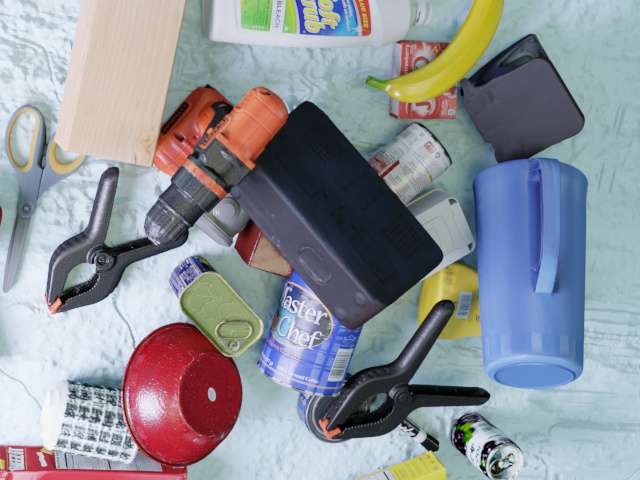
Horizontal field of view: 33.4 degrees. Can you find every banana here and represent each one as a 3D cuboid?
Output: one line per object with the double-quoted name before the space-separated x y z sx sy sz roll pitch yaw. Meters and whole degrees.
"banana" 0.145 -0.213 1.184 0.197 0.037 0.069 -41 111 -7

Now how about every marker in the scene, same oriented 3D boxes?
"marker" 0.106 0.231 1.339 0.121 0.020 0.020 40 90 -24

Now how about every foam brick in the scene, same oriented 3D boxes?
"foam brick" -0.058 0.001 1.188 0.053 0.078 0.051 17 100 -22

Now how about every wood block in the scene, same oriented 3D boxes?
"wood block" -0.199 -0.188 1.074 0.090 0.090 0.206 10 98 -23

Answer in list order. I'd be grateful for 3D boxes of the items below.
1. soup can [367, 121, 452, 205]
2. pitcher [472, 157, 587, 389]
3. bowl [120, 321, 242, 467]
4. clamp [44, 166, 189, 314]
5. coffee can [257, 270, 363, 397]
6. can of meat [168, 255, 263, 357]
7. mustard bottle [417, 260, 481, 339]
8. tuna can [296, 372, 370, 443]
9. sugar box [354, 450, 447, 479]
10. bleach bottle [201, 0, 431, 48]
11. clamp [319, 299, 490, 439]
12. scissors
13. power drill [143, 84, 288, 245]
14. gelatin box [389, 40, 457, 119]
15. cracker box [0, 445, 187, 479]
"soup can" 0.091 -0.079 1.220 0.102 0.069 0.068 -41 113 -4
"pitcher" 0.238 0.034 1.198 0.149 0.145 0.243 27 57 -42
"bowl" -0.139 0.170 1.179 0.161 0.055 0.162 8 79 -45
"clamp" -0.240 0.004 1.150 0.171 0.039 0.120 -39 112 -4
"coffee can" -0.003 0.094 1.219 0.102 0.103 0.140 15 100 -22
"can of meat" -0.118 0.070 1.184 0.057 0.084 0.102 -42 113 -4
"mustard bottle" 0.218 0.079 1.311 0.191 0.058 0.096 7 98 -20
"tuna can" 0.017 0.202 1.293 0.086 0.034 0.086 -5 106 -17
"sugar box" 0.074 0.337 1.337 0.176 0.048 0.093 -20 122 -14
"bleach bottle" 0.001 -0.259 1.145 0.250 0.068 0.102 -2 106 -20
"clamp" 0.093 0.166 1.263 0.210 0.036 0.164 -22 120 -8
"scissors" -0.292 -0.043 1.132 0.096 0.016 0.202 -3 106 -17
"power drill" -0.123 -0.085 1.083 0.184 0.188 0.057 -47 115 -3
"gelatin box" 0.119 -0.183 1.220 0.073 0.030 0.089 -2 105 -18
"cracker box" -0.267 0.323 1.213 0.213 0.072 0.164 5 103 -19
